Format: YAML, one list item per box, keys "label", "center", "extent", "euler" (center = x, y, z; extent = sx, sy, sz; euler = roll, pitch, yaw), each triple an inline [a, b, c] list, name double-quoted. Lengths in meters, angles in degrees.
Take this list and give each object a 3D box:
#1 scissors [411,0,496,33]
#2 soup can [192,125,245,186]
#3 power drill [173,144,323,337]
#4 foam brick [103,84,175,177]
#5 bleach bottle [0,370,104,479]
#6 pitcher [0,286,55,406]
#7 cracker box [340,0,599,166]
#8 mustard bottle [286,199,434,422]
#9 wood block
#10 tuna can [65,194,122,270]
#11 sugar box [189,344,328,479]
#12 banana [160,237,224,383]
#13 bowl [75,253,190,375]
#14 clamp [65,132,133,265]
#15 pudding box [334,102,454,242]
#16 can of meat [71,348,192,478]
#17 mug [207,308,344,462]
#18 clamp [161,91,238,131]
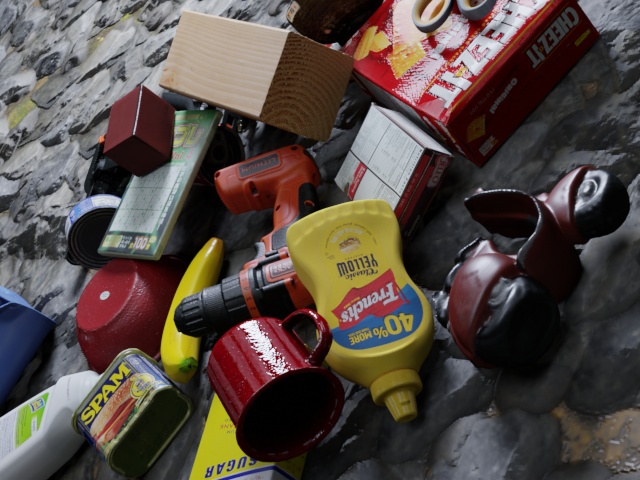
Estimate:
- label: "scissors"
  center: [0.121, -0.267, 1.029]
  extent: [0.096, 0.016, 0.202]
  euler: [-30, 41, 19]
- label: "soup can"
  center: [-0.143, -0.096, 1.216]
  extent: [0.102, 0.068, 0.068]
  euler: [5, 62, 47]
- label: "power drill"
  center: [-0.057, 0.001, 1.022]
  extent: [0.184, 0.057, 0.187]
  euler: [-17, 46, 6]
- label: "foam brick"
  center: [-0.197, -0.119, 1.165]
  extent: [0.051, 0.053, 0.078]
  euler: [-27, 44, 32]
- label: "bleach bottle"
  center: [-0.302, 0.216, 1.106]
  extent: [0.251, 0.068, 0.102]
  euler: [-34, 40, 14]
- label: "pitcher"
  center: [-0.421, 0.164, 1.230]
  extent: [0.145, 0.149, 0.242]
  euler: [20, 75, 35]
- label: "cracker box"
  center: [0.131, -0.186, 1.021]
  extent: [0.164, 0.072, 0.214]
  euler: [-48, 38, 1]
- label: "mustard bottle"
  center: [0.041, 0.061, 0.879]
  extent: [0.096, 0.058, 0.192]
  euler: [-15, 60, -6]
- label: "wood block"
  center: [-0.071, -0.173, 1.107]
  extent: [0.206, 0.090, 0.091]
  euler: [24, 97, 51]
- label: "tuna can"
  center: [-0.251, -0.010, 1.233]
  extent: [0.086, 0.086, 0.034]
  euler: [-41, 36, 9]
- label: "sugar box"
  center: [-0.058, 0.177, 0.909]
  extent: [0.094, 0.048, 0.176]
  euler: [-10, 49, 35]
- label: "banana"
  center: [-0.126, 0.078, 1.063]
  extent: [0.070, 0.037, 0.197]
  euler: [-39, 28, 27]
- label: "bowl"
  center: [-0.212, 0.070, 1.149]
  extent: [0.162, 0.055, 0.162]
  euler: [-27, 42, 27]
- label: "clamp"
  center: [-0.271, -0.070, 1.330]
  extent: [0.165, 0.036, 0.210]
  euler: [-55, 24, 15]
- label: "pudding box"
  center: [0.065, -0.064, 0.984]
  extent: [0.090, 0.039, 0.114]
  euler: [-63, 36, 17]
- label: "can of meat"
  center: [-0.182, 0.168, 1.033]
  extent: [0.102, 0.057, 0.084]
  euler: [-52, 39, -6]
- label: "mug"
  center: [-0.033, 0.105, 0.847]
  extent: [0.117, 0.093, 0.082]
  euler: [-57, 41, 14]
- label: "clamp"
  center: [-0.132, -0.182, 1.300]
  extent: [0.120, 0.039, 0.172]
  euler: [-56, 41, 13]
